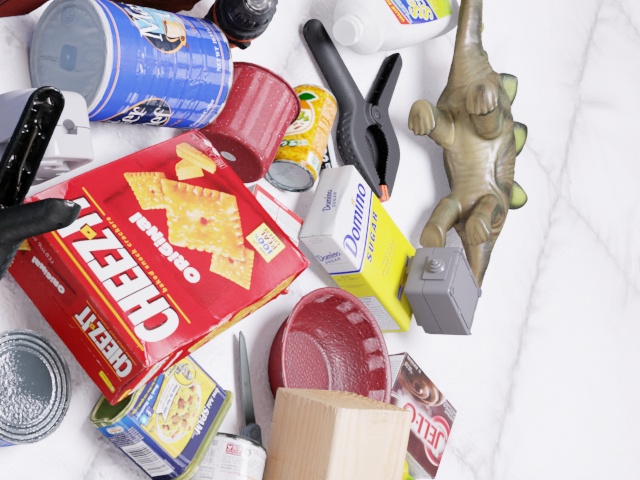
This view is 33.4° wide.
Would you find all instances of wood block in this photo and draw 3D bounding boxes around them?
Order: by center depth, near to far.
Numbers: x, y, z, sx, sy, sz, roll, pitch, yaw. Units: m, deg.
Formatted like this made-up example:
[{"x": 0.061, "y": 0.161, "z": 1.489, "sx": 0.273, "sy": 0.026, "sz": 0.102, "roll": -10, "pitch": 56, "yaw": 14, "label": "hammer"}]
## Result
[{"x": 0.004, "y": 0.240, "z": 0.933, "sx": 0.090, "sy": 0.091, "sz": 0.206, "roll": 10, "pitch": 90, "yaw": -40, "label": "wood block"}]

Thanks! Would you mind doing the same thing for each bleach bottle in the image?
[{"x": 0.082, "y": -0.259, "z": 1.230, "sx": 0.102, "sy": 0.068, "sz": 0.250, "roll": 62, "pitch": 33, "yaw": -9, "label": "bleach bottle"}]

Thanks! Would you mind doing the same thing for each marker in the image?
[{"x": 0.005, "y": -0.102, "z": 1.152, "sx": 0.020, "sy": 0.020, "sz": 0.121, "roll": -2, "pitch": 79, "yaw": -49, "label": "marker"}]

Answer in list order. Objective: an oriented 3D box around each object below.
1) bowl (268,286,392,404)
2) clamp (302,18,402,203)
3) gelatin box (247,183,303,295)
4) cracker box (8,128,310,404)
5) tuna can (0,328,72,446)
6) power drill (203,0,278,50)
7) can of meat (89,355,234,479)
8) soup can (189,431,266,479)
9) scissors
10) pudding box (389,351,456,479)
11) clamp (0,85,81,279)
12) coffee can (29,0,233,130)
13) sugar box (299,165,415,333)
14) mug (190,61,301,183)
[{"x": 0.000, "y": 0.129, "z": 1.042, "sx": 0.161, "sy": 0.055, "sz": 0.162, "roll": 19, "pitch": 64, "yaw": -45, "label": "bowl"}, {"x": 0.056, "y": -0.141, "z": 1.211, "sx": 0.164, "sy": 0.036, "sz": 0.210, "roll": -1, "pitch": 75, "yaw": -49, "label": "clamp"}, {"x": -0.057, "y": 0.001, "z": 1.039, "sx": 0.073, "sy": 0.030, "sz": 0.089, "roll": 38, "pitch": 51, "yaw": -37, "label": "gelatin box"}, {"x": -0.132, "y": 0.011, "z": 0.876, "sx": 0.164, "sy": 0.072, "sz": 0.213, "roll": 50, "pitch": 40, "yaw": 7, "label": "cracker box"}, {"x": -0.231, "y": 0.111, "z": 0.798, "sx": 0.086, "sy": 0.034, "sz": 0.086, "roll": 19, "pitch": 64, "yaw": -45, "label": "tuna can"}, {"x": -0.036, "y": -0.261, "z": 0.978, "sx": 0.057, "sy": 0.185, "sz": 0.187, "roll": 37, "pitch": 84, "yaw": -15, "label": "power drill"}, {"x": -0.131, "y": 0.140, "z": 0.887, "sx": 0.084, "sy": 0.058, "sz": 0.102, "roll": 50, "pitch": 45, "yaw": -24, "label": "can of meat"}, {"x": -0.087, "y": 0.221, "z": 0.903, "sx": 0.068, "sy": 0.069, "sz": 0.102, "roll": 35, "pitch": 53, "yaw": -37, "label": "soup can"}, {"x": -0.052, "y": 0.192, "z": 0.994, "sx": 0.096, "sy": 0.016, "sz": 0.201, "roll": 27, "pitch": 59, "yaw": -43, "label": "scissors"}, {"x": 0.095, "y": 0.189, "z": 1.146, "sx": 0.113, "sy": 0.039, "sz": 0.090, "roll": 48, "pitch": 47, "yaw": -28, "label": "pudding box"}, {"x": -0.224, "y": -0.028, "z": 0.757, "sx": 0.039, "sy": 0.172, "sz": 0.120, "roll": 27, "pitch": 44, "yaw": -37, "label": "clamp"}, {"x": -0.160, "y": -0.149, "z": 0.912, "sx": 0.140, "sy": 0.103, "sz": 0.103, "roll": -1, "pitch": 79, "yaw": -50, "label": "coffee can"}, {"x": 0.049, "y": 0.012, "z": 1.124, "sx": 0.176, "sy": 0.048, "sz": 0.093, "roll": 52, "pitch": 44, "yaw": -42, "label": "sugar box"}, {"x": -0.074, "y": -0.102, "z": 1.019, "sx": 0.117, "sy": 0.093, "sz": 0.081, "roll": 82, "pitch": 25, "yaw": -56, "label": "mug"}]
